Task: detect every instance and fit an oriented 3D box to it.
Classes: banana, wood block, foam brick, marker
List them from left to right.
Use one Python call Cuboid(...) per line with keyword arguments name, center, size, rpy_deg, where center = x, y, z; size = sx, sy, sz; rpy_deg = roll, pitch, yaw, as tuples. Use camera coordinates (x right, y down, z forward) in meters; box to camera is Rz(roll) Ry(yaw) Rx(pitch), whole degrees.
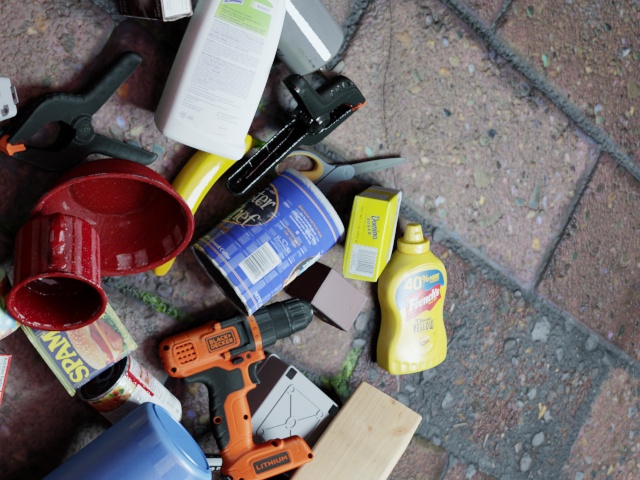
Cuboid(name="marker", center=(-0.142, 0.262, 1.257), size=(0.120, 0.020, 0.020), rpy_deg=(10, 97, -38))
Cuboid(name="banana", center=(-0.131, -0.053, 1.164), size=(0.197, 0.037, 0.069), rpy_deg=(-51, 126, -14))
Cuboid(name="foam brick", center=(0.008, 0.066, 1.293), size=(0.078, 0.053, 0.051), rpy_deg=(40, 78, -37))
Cuboid(name="wood block", center=(0.028, 0.283, 1.288), size=(0.205, 0.090, 0.091), rpy_deg=(-50, 164, -38))

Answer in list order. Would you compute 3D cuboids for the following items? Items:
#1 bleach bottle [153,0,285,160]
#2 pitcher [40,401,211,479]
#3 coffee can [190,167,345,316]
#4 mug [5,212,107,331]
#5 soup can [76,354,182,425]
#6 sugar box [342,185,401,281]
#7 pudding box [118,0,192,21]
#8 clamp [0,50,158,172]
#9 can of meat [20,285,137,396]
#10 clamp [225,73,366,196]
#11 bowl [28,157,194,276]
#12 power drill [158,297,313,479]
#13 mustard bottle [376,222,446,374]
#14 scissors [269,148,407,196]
Cuboid(name="bleach bottle", center=(-0.079, -0.212, 1.073), size=(0.102, 0.068, 0.251), rpy_deg=(17, 110, -24))
Cuboid(name="pitcher", center=(-0.231, 0.282, 1.094), size=(0.243, 0.149, 0.145), rpy_deg=(-40, 111, -2))
Cuboid(name="coffee can", center=(-0.058, 0.001, 1.182), size=(0.140, 0.103, 0.102), rpy_deg=(-39, 123, -13))
Cuboid(name="mug", center=(-0.251, 0.021, 1.016), size=(0.093, 0.081, 0.117), rpy_deg=(-1, 141, -11))
Cuboid(name="soup can", center=(-0.205, 0.171, 1.154), size=(0.068, 0.069, 0.102), rpy_deg=(-50, 127, -15))
Cuboid(name="sugar box", center=(0.063, -0.012, 1.248), size=(0.176, 0.048, 0.093), rpy_deg=(-32, 133, -77))
Cuboid(name="pudding box", center=(-0.168, -0.274, 1.039), size=(0.039, 0.090, 0.113), rpy_deg=(-22, 115, -31))
Cuboid(name="clamp", center=(-0.237, -0.107, 1.071), size=(0.171, 0.039, 0.120), rpy_deg=(-30, 116, -28))
Cuboid(name="can of meat", center=(-0.249, 0.094, 1.095), size=(0.084, 0.058, 0.102), rpy_deg=(-34, 121, -12))
Cuboid(name="clamp", center=(-0.019, -0.129, 1.191), size=(0.165, 0.036, 0.209), rpy_deg=(-53, 167, 30))
Cuboid(name="bowl", center=(-0.209, -0.032, 1.071), size=(0.162, 0.055, 0.162), rpy_deg=(-5, 143, -4))
Cuboid(name="power drill", center=(-0.072, 0.170, 1.208), size=(0.184, 0.057, 0.187), rpy_deg=(-18, 86, -16))
Cuboid(name="mustard bottle", center=(0.118, 0.071, 1.373), size=(0.096, 0.058, 0.192), rpy_deg=(-10, 109, -29))
Cuboid(name="scissors", center=(0.020, -0.064, 1.288), size=(0.201, 0.016, 0.096), rpy_deg=(5, 102, -37))
